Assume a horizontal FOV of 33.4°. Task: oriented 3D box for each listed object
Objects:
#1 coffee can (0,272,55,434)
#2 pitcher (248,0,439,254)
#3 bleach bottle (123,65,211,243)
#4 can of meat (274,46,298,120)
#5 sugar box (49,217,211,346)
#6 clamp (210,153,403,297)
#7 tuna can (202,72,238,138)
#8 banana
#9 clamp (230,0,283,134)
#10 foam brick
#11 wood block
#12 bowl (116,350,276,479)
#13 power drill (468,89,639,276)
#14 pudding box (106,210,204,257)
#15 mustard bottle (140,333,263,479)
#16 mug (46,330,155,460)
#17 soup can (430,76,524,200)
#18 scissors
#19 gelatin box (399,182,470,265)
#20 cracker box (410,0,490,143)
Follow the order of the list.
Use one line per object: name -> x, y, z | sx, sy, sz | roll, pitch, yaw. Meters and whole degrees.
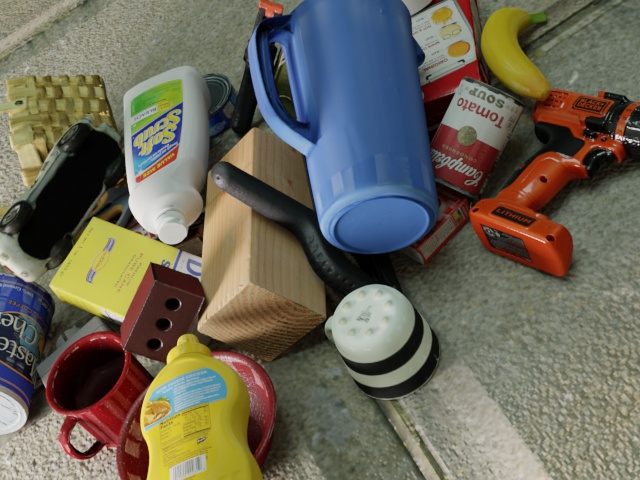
coffee can -> -0.346, 0.119, 1.128 | 0.103, 0.102, 0.140 | -13, 47, 20
pitcher -> 0.029, -0.114, 1.004 | 0.149, 0.145, 0.243 | -17, 56, 14
bleach bottle -> -0.160, -0.089, 1.154 | 0.102, 0.068, 0.251 | -21, 40, 6
can of meat -> -0.025, -0.192, 1.219 | 0.057, 0.102, 0.084 | 15, 48, -9
sugar box -> -0.181, 0.047, 1.103 | 0.176, 0.048, 0.093 | 18, 66, 23
clamp -> -0.003, -0.012, 1.011 | 0.210, 0.164, 0.036 | 55, 128, 17
tuna can -> -0.140, -0.163, 1.306 | 0.086, 0.033, 0.086 | -16, 46, 17
banana -> 0.199, -0.199, 1.096 | 0.070, 0.037, 0.197 | -2, 36, 12
clamp -> -0.069, -0.219, 1.244 | 0.039, 0.172, 0.120 | 14, 47, -9
foam brick -> -0.150, 0.069, 1.007 | 0.078, 0.053, 0.051 | -65, 21, 14
wood block -> -0.057, 0.001, 1.055 | 0.091, 0.090, 0.206 | -40, 36, 35
bowl -> -0.102, 0.182, 0.968 | 0.162, 0.055, 0.162 | -16, 46, 17
power drill -> 0.241, -0.056, 0.979 | 0.185, 0.057, 0.187 | 21, 62, 45
pudding box -> -0.183, -0.006, 1.189 | 0.113, 0.039, 0.090 | -25, 44, 8
mustard bottle -> -0.106, 0.156, 0.908 | 0.096, 0.058, 0.191 | -25, 44, 11
mug -> -0.209, 0.158, 1.031 | 0.093, 0.081, 0.117 | 6, 56, 33
soup can -> 0.146, -0.098, 1.033 | 0.069, 0.068, 0.102 | 32, 99, 44
scissors -> -0.211, -0.065, 1.216 | 0.096, 0.016, 0.201 | 30, 69, 39
gelatin box -> 0.093, -0.026, 1.054 | 0.073, 0.030, 0.089 | -45, 45, -12
cracker box -> 0.097, -0.196, 1.171 | 0.164, 0.072, 0.213 | -16, 47, 18
